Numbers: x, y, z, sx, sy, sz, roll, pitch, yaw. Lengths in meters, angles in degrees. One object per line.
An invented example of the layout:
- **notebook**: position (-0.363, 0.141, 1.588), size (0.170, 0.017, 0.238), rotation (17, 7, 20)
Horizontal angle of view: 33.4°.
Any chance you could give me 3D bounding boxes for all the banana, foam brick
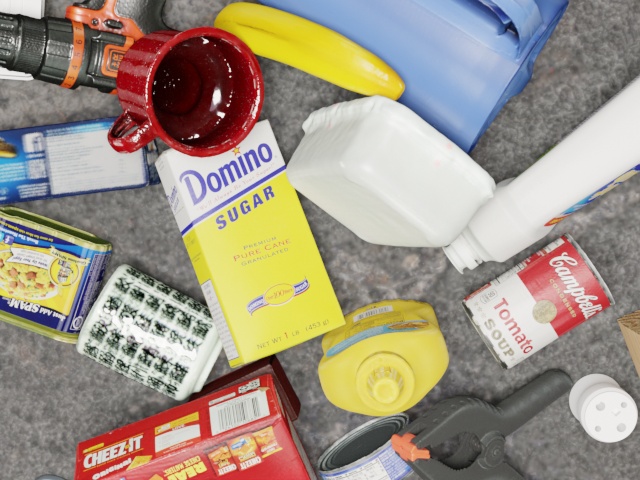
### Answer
- **banana**: position (-0.022, -0.144, 0.785), size (0.198, 0.069, 0.037), rotation (24, 89, 45)
- **foam brick**: position (-0.062, 0.135, 0.879), size (0.078, 0.051, 0.053), rotation (-27, 94, 5)

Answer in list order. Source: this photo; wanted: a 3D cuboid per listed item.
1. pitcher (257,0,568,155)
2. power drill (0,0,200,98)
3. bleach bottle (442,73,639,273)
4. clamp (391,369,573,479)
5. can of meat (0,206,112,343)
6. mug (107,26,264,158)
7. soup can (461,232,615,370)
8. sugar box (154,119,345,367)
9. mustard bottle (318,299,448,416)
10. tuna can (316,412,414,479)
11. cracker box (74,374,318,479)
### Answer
- **pitcher**: position (0.052, -0.184, 0.788), size (0.243, 0.144, 0.149), rotation (34, 125, 6)
- **power drill**: position (-0.169, -0.207, 0.816), size (0.184, 0.057, 0.188), rotation (8, 97, -31)
- **bleach bottle**: position (0.205, -0.058, 0.833), size (0.251, 0.102, 0.068), rotation (-37, 81, 12)
- **clamp**: position (0.132, 0.171, 0.849), size (0.171, 0.039, 0.120), rotation (-5, 96, -29)
- **can of meat**: position (-0.229, 0.027, 0.874), size (0.102, 0.057, 0.084), rotation (19, 95, 1)
- **mug**: position (-0.109, -0.105, 0.789), size (0.117, 0.082, 0.093), rotation (-45, 120, -13)
- **soup can**: position (0.172, 0.049, 0.851), size (0.102, 0.068, 0.068), rotation (-33, 93, 6)
- **sugar box**: position (-0.056, 0.001, 0.840), size (0.093, 0.048, 0.176), rotation (-20, 88, -23)
- **mustard bottle**: position (0.047, 0.089, 0.798), size (0.096, 0.191, 0.058), rotation (-16, 95, 4)
- **tuna can**: position (0.041, 0.175, 0.861), size (0.086, 0.086, 0.034), rotation (-29, 96, 5)
- **cracker box**: position (-0.075, 0.227, 0.842), size (0.164, 0.072, 0.213), rotation (-21, 117, 1)
